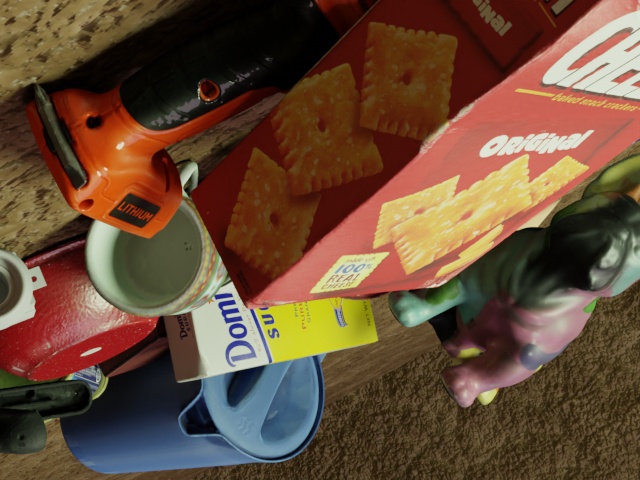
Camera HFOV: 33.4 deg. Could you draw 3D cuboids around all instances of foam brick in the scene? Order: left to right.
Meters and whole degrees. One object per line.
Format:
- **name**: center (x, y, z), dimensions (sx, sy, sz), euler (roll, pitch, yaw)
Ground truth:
- **foam brick**: center (-0.140, 0.065, 0.839), dimensions (0.078, 0.051, 0.052), euler (-35, 166, 37)

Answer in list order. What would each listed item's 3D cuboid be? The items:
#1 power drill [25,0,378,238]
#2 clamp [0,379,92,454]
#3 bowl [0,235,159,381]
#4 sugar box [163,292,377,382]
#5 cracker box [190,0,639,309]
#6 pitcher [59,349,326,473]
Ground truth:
- **power drill**: center (-0.026, -0.072, 0.495), dimensions (0.188, 0.057, 0.184), euler (-31, 164, 8)
- **clamp**: center (-0.254, 0.115, 0.671), dimensions (0.210, 0.036, 0.165), euler (-3, 179, -9)
- **bowl**: center (-0.164, 0.051, 0.721), dimensions (0.162, 0.055, 0.162), euler (-25, 168, -6)
- **sugar box**: center (-0.038, 0.050, 0.834), dimensions (0.175, 0.093, 0.048), euler (-7, 172, -43)
- **cracker box**: center (0.072, -0.055, 0.467), dimensions (0.214, 0.072, 0.163), euler (-40, 158, 34)
- **pitcher**: center (-0.116, 0.137, 0.947), dimensions (0.149, 0.145, 0.243), euler (30, 146, -35)
